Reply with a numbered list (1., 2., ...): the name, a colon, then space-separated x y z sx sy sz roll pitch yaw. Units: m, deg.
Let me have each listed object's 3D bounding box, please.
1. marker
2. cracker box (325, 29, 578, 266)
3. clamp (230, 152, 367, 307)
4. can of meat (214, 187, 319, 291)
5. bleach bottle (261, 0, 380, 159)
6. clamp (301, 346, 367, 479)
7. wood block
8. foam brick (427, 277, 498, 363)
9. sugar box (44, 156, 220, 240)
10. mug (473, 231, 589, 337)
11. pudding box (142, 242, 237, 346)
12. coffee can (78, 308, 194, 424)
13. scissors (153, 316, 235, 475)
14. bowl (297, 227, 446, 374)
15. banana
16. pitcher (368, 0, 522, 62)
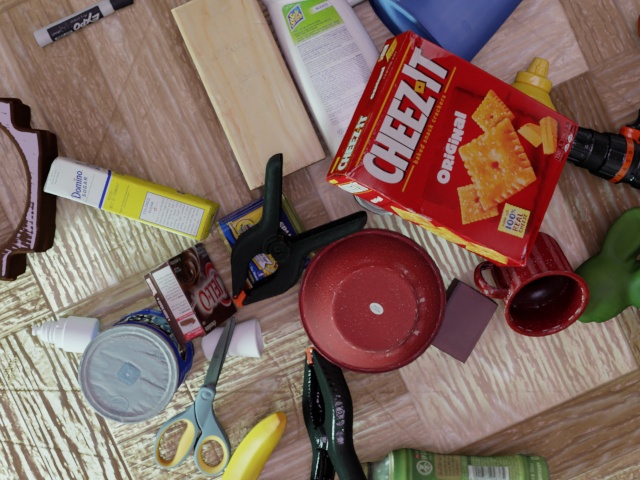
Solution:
1. marker: -0.262 -0.250 1.192 0.121 0.020 0.020 -25 93 2
2. cracker box: 0.137 -0.089 1.080 0.213 0.072 0.164 26 82 -16
3. clamp: -0.048 -0.007 1.125 0.120 0.039 0.172 44 106 -4
4. can of meat: -0.058 0.002 1.186 0.084 0.057 0.102 -28 93 4
5. bleach bottle: 0.010 -0.213 1.135 0.102 0.068 0.251 -24 90 0
6. clamp: 0.016 0.219 1.163 0.036 0.165 0.210 -2 84 -25
7. wood block: -0.075 -0.166 1.159 0.090 0.091 0.206 -23 92 1
8. foam brick: 0.155 0.088 1.190 0.051 0.053 0.078 29 94 -1
9. sugar box: -0.203 -0.047 1.167 0.176 0.093 0.048 20 93 -1
10. mug: 0.222 0.044 1.156 0.117 0.081 0.093 1 128 -12
11. pudding box: -0.140 0.057 1.161 0.039 0.113 0.090 -27 93 18
12. coffee can: -0.195 0.132 1.153 0.103 0.140 0.103 0 93 0
13. scissors: -0.114 0.186 1.198 0.096 0.016 0.202 33 106 -9
14. bowl: 0.056 0.069 1.134 0.162 0.055 0.162 0 97 0
15. banana: -0.087 0.280 1.199 0.037 0.070 0.198 21 87 -36
16. pitcher: 0.170 -0.305 1.125 0.145 0.149 0.243 43 90 -2
